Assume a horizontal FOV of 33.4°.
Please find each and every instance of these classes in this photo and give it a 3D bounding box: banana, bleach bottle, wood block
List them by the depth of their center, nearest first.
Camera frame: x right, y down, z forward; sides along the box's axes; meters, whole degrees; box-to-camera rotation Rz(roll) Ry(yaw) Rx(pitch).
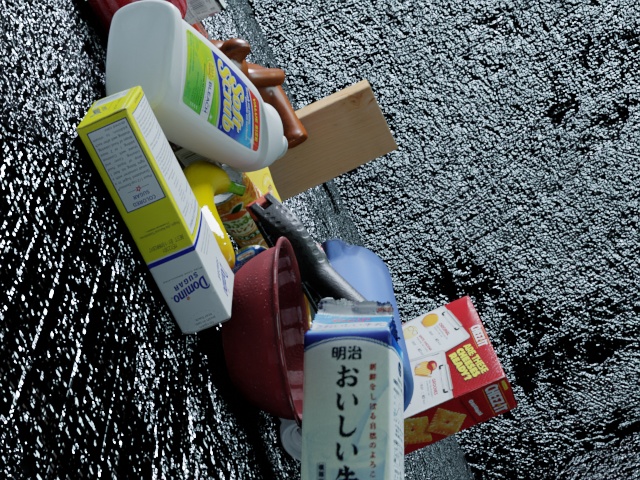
[{"bbox_3d":[-0.101,-0.032,0.960,0.069,0.037,0.198,21,23,-9],"label":"banana"},{"bbox_3d":[-0.098,-0.127,0.984,0.250,0.068,0.102,23,68,-63],"label":"bleach bottle"},{"bbox_3d":[-0.015,-0.120,1.363,0.090,0.206,0.091,-90,154,-77],"label":"wood block"}]

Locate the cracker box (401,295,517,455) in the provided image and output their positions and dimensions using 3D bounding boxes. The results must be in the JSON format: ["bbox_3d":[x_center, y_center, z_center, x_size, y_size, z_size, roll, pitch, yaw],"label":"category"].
[{"bbox_3d":[0.128,0.185,1.392,0.164,0.214,0.072,-106,170,-53],"label":"cracker box"}]

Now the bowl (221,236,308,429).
[{"bbox_3d":[-0.046,0.080,0.896,0.162,0.055,0.162,-7,90,-83],"label":"bowl"}]

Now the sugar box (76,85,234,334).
[{"bbox_3d":[-0.121,-0.024,0.807,0.093,0.048,0.176,-97,166,-71],"label":"sugar box"}]

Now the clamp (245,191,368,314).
[{"bbox_3d":[-0.007,0.026,0.978,0.171,0.039,0.120,53,-22,2],"label":"clamp"}]
